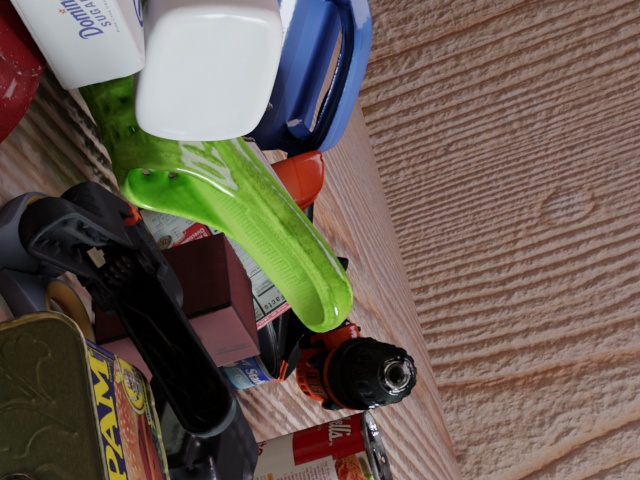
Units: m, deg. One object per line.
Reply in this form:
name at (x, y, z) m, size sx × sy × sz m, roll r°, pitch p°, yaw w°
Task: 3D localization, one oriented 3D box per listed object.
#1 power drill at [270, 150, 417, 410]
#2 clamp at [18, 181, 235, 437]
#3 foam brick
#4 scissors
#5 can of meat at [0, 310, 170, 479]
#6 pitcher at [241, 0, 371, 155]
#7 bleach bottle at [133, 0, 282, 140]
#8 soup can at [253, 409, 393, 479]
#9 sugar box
power drill at (0.000, 0.034, 0.775) m, size 0.187 × 0.057 × 0.185 m, roll 71°, pitch -19°, yaw 1°
clamp at (-0.095, 0.008, 0.480) m, size 0.120 × 0.039 × 0.172 m, roll 60°, pitch -7°, yaw -29°
foam brick at (-0.079, 0.040, 0.589) m, size 0.053 × 0.078 × 0.051 m, roll 65°, pitch 10°, yaw -51°
scissors at (-0.137, 0.021, 0.452) m, size 0.201 × 0.016 × 0.096 m, roll -41°, pitch 114°, yaw -81°
can of meat at (-0.099, 0.089, 0.425) m, size 0.084 × 0.057 × 0.102 m, roll 58°, pitch 16°, yaw -68°
pitcher at (-0.028, -0.189, 0.793) m, size 0.145 × 0.149 × 0.243 m, roll -85°, pitch -165°, yaw -50°
bleach bottle at (-0.072, -0.182, 0.571) m, size 0.103 × 0.068 × 0.251 m, roll 114°, pitch -29°, yaw -54°
soup can at (-0.007, 0.161, 0.720) m, size 0.068 × 0.102 × 0.068 m, roll -18°, pitch 90°, yaw -82°
sugar box at (-0.112, -0.165, 0.474) m, size 0.093 × 0.048 × 0.176 m, roll 72°, pitch 6°, yaw -60°
